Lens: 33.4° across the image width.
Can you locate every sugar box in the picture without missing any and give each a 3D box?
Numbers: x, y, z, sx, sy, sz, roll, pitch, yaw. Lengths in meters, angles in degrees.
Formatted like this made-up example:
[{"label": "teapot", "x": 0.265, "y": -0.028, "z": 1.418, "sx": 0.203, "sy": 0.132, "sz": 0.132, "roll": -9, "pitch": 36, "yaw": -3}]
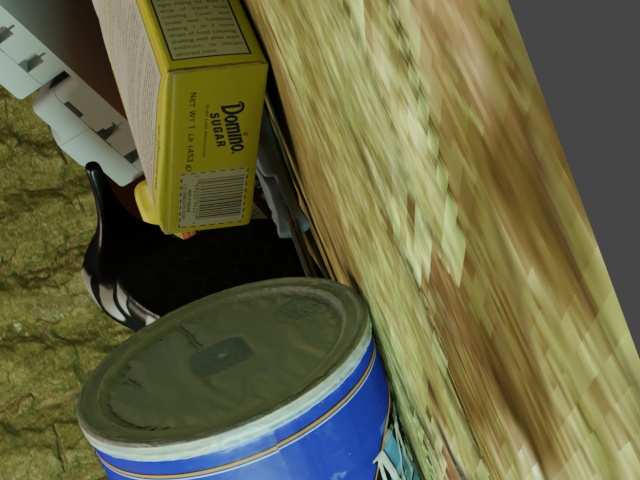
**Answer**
[{"label": "sugar box", "x": -0.069, "y": -0.097, "z": 0.477, "sx": 0.093, "sy": 0.048, "sz": 0.176, "roll": 102, "pitch": 155, "yaw": -48}]

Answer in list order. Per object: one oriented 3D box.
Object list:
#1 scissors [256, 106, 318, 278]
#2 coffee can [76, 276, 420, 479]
[{"label": "scissors", "x": -0.017, "y": -0.015, "z": 0.514, "sx": 0.096, "sy": 0.016, "sz": 0.202, "roll": 79, "pitch": 171, "yaw": -78}, {"label": "coffee can", "x": -0.013, "y": 0.098, "z": 0.381, "sx": 0.103, "sy": 0.103, "sz": 0.140, "roll": -119, "pitch": 9, "yaw": -69}]
